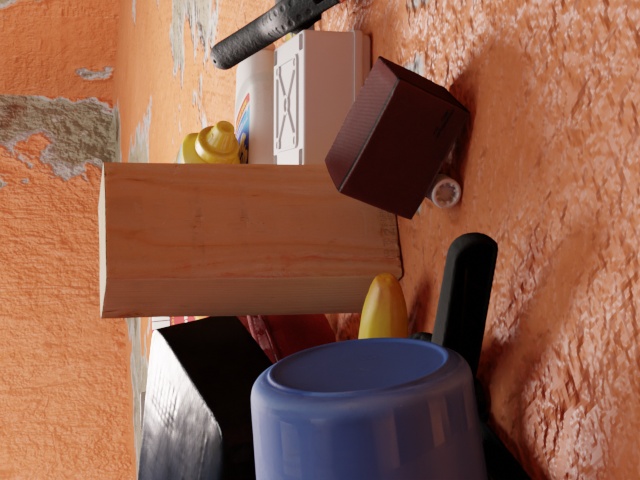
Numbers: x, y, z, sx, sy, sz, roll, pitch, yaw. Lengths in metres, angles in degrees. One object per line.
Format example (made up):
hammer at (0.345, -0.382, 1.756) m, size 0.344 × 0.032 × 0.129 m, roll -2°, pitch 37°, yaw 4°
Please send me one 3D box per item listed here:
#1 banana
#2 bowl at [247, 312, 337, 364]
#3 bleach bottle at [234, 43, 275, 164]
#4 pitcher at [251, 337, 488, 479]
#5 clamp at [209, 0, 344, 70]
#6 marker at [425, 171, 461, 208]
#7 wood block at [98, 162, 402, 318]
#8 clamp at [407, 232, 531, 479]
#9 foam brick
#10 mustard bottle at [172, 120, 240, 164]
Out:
banana at (0.040, 0.116, 0.736) m, size 0.069 × 0.037 × 0.198 m, roll -77°, pitch -8°, yaw -83°
bowl at (-0.015, 0.104, 0.873) m, size 0.162 × 0.055 × 0.162 m, roll 163°, pitch 90°, yaw -81°
bleach bottle at (-0.058, -0.086, 1.069) m, size 0.103 × 0.068 × 0.251 m, roll 131°, pitch 139°, yaw -64°
pitcher at (0.022, 0.178, 0.538) m, size 0.145 × 0.149 × 0.243 m, roll -158°, pitch 60°, yaw -70°
clamp at (-0.014, -0.197, 0.891) m, size 0.039 × 0.120 × 0.172 m, roll 53°, pitch 150°, yaw -17°
marker at (0.062, -0.046, 0.701) m, size 0.121 × 0.020 × 0.020 m, roll -129°, pitch 41°, yaw -67°
wood block at (-0.055, 0.000, 0.780) m, size 0.091 × 0.206 × 0.090 m, roll 123°, pitch 145°, yaw -65°
clamp at (0.074, 0.085, 0.610) m, size 0.210 × 0.036 × 0.164 m, roll 154°, pitch 106°, yaw -75°
foam brick at (0.045, -0.062, 0.652) m, size 0.078 × 0.053 × 0.051 m, roll -61°, pitch 21°, yaw 16°
mustard bottle at (-0.123, -0.049, 1.053) m, size 0.192 × 0.058 × 0.096 m, roll 122°, pitch 147°, yaw -47°
